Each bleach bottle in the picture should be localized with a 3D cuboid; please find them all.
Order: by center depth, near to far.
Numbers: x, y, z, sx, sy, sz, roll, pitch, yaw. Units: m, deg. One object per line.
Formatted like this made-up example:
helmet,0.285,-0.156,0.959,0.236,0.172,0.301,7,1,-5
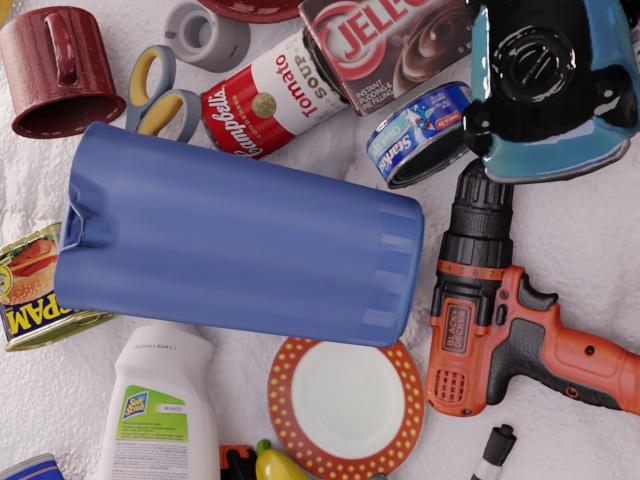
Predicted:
bleach bottle,-0.116,0.165,0.818,0.102,0.068,0.251,2,69,5

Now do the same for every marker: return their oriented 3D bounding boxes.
marker,0.111,0.187,0.770,0.020,0.020,0.121,26,102,21

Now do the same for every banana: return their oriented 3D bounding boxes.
banana,0.011,0.223,0.789,0.037,0.069,0.198,-44,74,14

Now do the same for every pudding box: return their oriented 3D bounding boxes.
pudding box,0.054,-0.152,0.747,0.113,0.039,0.090,-31,94,0

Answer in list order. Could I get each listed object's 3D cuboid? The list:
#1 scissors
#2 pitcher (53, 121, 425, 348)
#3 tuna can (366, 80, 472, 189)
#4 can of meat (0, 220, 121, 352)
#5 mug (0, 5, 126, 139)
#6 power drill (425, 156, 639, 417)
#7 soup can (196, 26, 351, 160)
scissors,-0.158,-0.085,0.853,0.202,0.016,0.096,-24,71,46
pitcher,-0.055,0.001,0.757,0.243,0.149,0.145,11,140,0
tuna can,0.075,-0.073,0.741,0.086,0.086,0.034,-36,76,21
can of meat,-0.226,0.038,0.895,0.102,0.057,0.084,-22,80,22
mug,-0.210,-0.140,0.855,0.093,0.117,0.081,-13,79,-15
power drill,0.166,0.044,0.722,0.188,0.057,0.184,11,100,26
soup can,-0.032,-0.106,0.797,0.102,0.068,0.068,-29,80,21
